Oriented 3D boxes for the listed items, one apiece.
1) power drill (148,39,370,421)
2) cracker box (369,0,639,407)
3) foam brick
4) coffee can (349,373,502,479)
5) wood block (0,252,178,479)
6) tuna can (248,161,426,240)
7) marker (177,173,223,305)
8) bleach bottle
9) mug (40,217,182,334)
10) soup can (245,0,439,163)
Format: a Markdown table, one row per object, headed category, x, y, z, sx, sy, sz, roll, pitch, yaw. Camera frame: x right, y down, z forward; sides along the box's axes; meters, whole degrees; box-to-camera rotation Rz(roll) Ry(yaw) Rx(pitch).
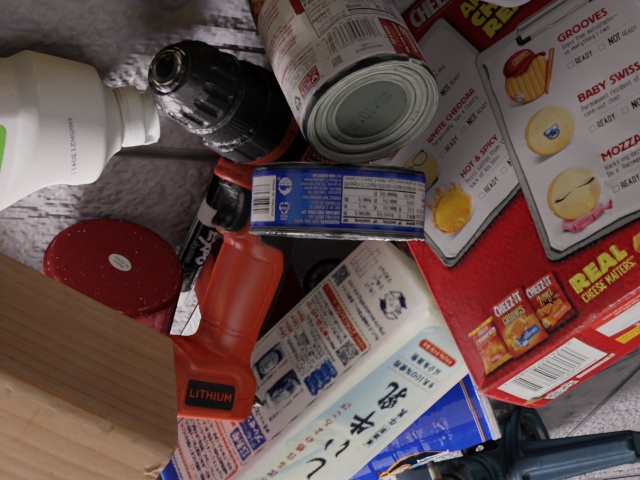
| category | x | y | z | sx | sy | sz | roll | pitch | yaw |
| --- | --- | --- | --- | --- | --- | --- | --- | --- | --- |
| power drill | -0.054 | 0.001 | 0.572 | 0.184 | 0.057 | 0.187 | 23 | 93 | -56 |
| cracker box | 0.117 | -0.048 | 0.541 | 0.164 | 0.214 | 0.072 | -40 | 143 | 24 |
| foam brick | -0.044 | 0.043 | 0.695 | 0.052 | 0.078 | 0.051 | -3 | 139 | -25 |
| coffee can | 0.044 | 0.113 | 0.751 | 0.140 | 0.103 | 0.102 | -21 | 145 | 4 |
| wood block | -0.172 | 0.053 | 0.457 | 0.205 | 0.090 | 0.091 | 30 | 109 | -22 |
| tuna can | 0.009 | -0.018 | 0.517 | 0.086 | 0.034 | 0.086 | 2 | 179 | 0 |
| marker | -0.075 | -0.002 | 0.670 | 0.020 | 0.020 | 0.121 | 1 | 139 | -29 |
| bleach bottle | -0.204 | -0.038 | 0.518 | 0.250 | 0.068 | 0.103 | -11 | 142 | -19 |
| mug | -0.131 | 0.048 | 0.631 | 0.093 | 0.117 | 0.082 | 18 | 131 | -3 |
| soup can | 0.009 | -0.096 | 0.517 | 0.068 | 0.102 | 0.068 | -15 | 144 | -11 |
